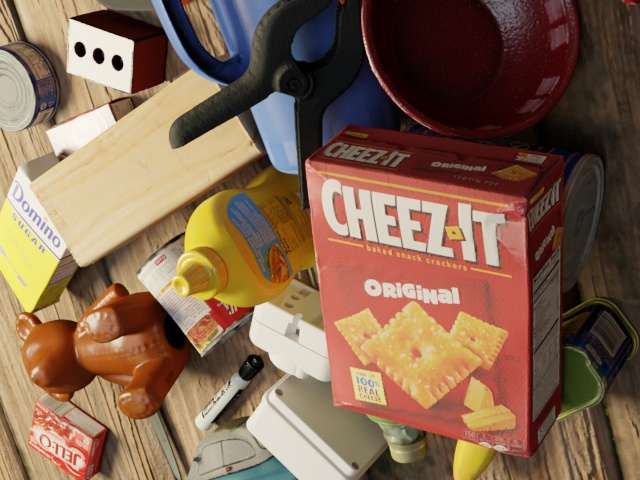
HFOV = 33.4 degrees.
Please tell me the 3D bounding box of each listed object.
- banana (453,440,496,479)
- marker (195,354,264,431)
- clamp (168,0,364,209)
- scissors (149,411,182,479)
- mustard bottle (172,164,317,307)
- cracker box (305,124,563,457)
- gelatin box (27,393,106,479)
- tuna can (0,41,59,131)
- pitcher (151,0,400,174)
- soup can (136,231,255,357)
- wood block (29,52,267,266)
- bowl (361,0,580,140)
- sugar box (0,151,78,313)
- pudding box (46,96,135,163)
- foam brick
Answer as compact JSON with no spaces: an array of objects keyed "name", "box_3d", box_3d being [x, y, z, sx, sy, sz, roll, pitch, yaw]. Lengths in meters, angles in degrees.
[{"name":"banana","box_3d":[0.126,0.115,0.896,0.070,0.037,0.198,-13,110,9]},{"name":"marker","box_3d":[-0.091,0.152,1.070,0.020,0.020,0.121,45,127,8]},{"name":"clamp","box_3d":[-0.014,-0.105,0.756,0.120,0.039,0.172,32,108,-26]},{"name":"scissors","box_3d":[-0.202,0.164,1.146,0.096,0.016,0.202,4,111,28]},{"name":"mustard bottle","box_3d":[-0.056,0.001,0.873,0.058,0.191,0.096,-27,95,37]},{"name":"cracker box","box_3d":[0.082,0.037,0.753,0.164,0.072,0.214,12,125,29]},{"name":"gelatin box","box_3d":[-0.290,0.225,1.221,0.089,0.030,0.073,31,124,18]},{"name":"tuna can","box_3d":[-0.303,-0.153,1.062,0.086,0.033,0.086,13,117,27]},{"name":"pitcher","box_3d":[-0.029,-0.174,0.807,0.149,0.145,0.243,-10,111,19]},{"name":"soup can","box_3d":[-0.118,0.050,1.012,0.102,0.068,0.069,50,127,5]},{"name":"wood block","box_3d":[-0.138,-0.070,0.930,0.206,0.090,0.090,-30,94,24]},{"name":"bowl","box_3d":[0.100,-0.146,0.761,0.162,0.162,0.055,58,166,-2]},{"name":"sugar box","box_3d":[-0.283,-0.003,1.078,0.093,0.048,0.176,54,145,9]},{"name":"pudding box","box_3d":[-0.204,-0.073,1.031,0.090,0.039,0.113,-16,102,35]},{"name":"foam brick","box_3d":[-0.185,-0.172,0.967,0.078,0.051,0.053,21,120,24]}]
